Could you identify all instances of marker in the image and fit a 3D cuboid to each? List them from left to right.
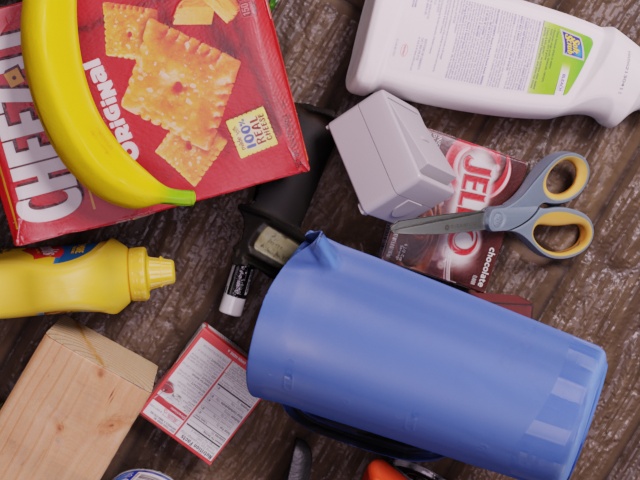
[{"bbox_3d":[-0.056,0.001,0.854,0.020,0.020,0.121,16,94,-6],"label":"marker"}]

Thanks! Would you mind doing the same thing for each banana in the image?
[{"bbox_3d":[-0.155,-0.098,0.702,0.069,0.037,0.198,-28,99,-18],"label":"banana"}]

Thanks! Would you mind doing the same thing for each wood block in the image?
[{"bbox_3d":[-0.217,0.173,0.821,0.090,0.091,0.206,30,93,-7],"label":"wood block"}]

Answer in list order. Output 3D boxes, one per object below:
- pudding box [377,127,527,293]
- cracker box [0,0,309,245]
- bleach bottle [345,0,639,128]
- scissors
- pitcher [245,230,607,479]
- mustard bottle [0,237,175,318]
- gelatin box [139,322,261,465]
[{"bbox_3d":[0.104,-0.025,0.854,0.090,0.039,0.113,18,93,-6],"label":"pudding box"},{"bbox_3d":[-0.130,-0.101,0.755,0.213,0.072,0.164,-15,97,-3],"label":"cracker box"},{"bbox_3d":[0.153,-0.135,0.837,0.250,0.068,0.102,14,94,-8],"label":"bleach bottle"},{"bbox_3d":[0.142,-0.034,0.824,0.201,0.016,0.096,12,93,-34],"label":"scissors"},{"bbox_3d":[0.076,0.098,0.788,0.243,0.149,0.145,19,84,14],"label":"pitcher"},{"bbox_3d":[-0.206,0.030,0.805,0.191,0.096,0.058,-3,95,-4],"label":"mustard bottle"},{"bbox_3d":[-0.092,0.123,0.857,0.073,0.030,0.089,38,91,-8],"label":"gelatin box"}]
